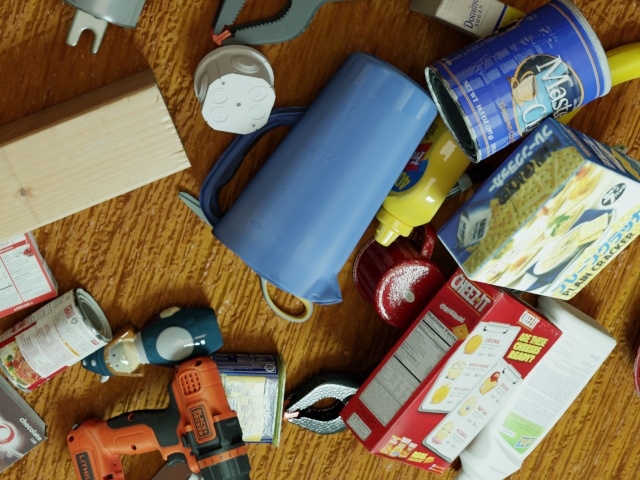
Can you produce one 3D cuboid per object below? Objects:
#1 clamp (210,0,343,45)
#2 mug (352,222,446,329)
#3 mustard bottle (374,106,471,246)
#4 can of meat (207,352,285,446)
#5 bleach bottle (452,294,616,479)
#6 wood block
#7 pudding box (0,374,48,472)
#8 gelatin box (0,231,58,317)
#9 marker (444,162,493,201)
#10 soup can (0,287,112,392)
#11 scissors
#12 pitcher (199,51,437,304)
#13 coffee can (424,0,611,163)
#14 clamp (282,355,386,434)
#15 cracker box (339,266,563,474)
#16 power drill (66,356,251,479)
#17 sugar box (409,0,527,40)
[{"bbox_3d":[-0.026,-0.269,1.050,0.210,0.036,0.164,-29,113,2],"label":"clamp"},{"bbox_3d":[0.094,0.035,1.155,0.093,0.081,0.117,24,102,-18],"label":"mug"},{"bbox_3d":[0.115,-0.077,1.113,0.058,0.096,0.192,29,101,-19],"label":"mustard bottle"},{"bbox_3d":[-0.086,0.175,1.180,0.084,0.057,0.102,3,107,-10],"label":"can of meat"},{"bbox_3d":[0.231,0.188,1.246,0.102,0.068,0.251,30,103,-19],"label":"bleach bottle"},{"bbox_3d":[-0.242,-0.084,1.043,0.206,0.090,0.091,-22,112,-4],"label":"wood block"},{"bbox_3d":[-0.361,0.192,1.140,0.090,0.039,0.113,-36,112,2],"label":"pudding box"},{"bbox_3d":[-0.321,0.028,1.097,0.073,0.030,0.089,-22,112,-2],"label":"gelatin box"},{"bbox_3d":[0.134,-0.052,1.167,0.121,0.020,0.020,-28,112,-1],"label":"marker"},{"bbox_3d":[-0.277,0.102,1.108,0.102,0.068,0.068,-32,112,3],"label":"soup can"},{"bbox_3d":[-0.058,0.001,1.149,0.096,0.016,0.201,-35,111,0],"label":"scissors"},{"bbox_3d":[0.000,-0.070,1.076,0.149,0.145,0.243,34,90,-28],"label":"pitcher"},{"bbox_3d":[0.183,-0.150,0.998,0.140,0.103,0.103,-28,112,0],"label":"coffee can"},{"bbox_3d":[0.041,0.172,1.214,0.171,0.039,0.120,0,108,-16],"label":"clamp"},{"bbox_3d":[0.140,0.141,1.145,0.214,0.072,0.164,-52,142,7],"label":"cracker box"},{"bbox_3d":[-0.165,0.234,1.127,0.188,0.057,0.184,-21,79,17],"label":"power drill"},{"bbox_3d":[0.185,-0.215,1.082,0.176,0.093,0.048,23,101,-18],"label":"sugar box"}]
